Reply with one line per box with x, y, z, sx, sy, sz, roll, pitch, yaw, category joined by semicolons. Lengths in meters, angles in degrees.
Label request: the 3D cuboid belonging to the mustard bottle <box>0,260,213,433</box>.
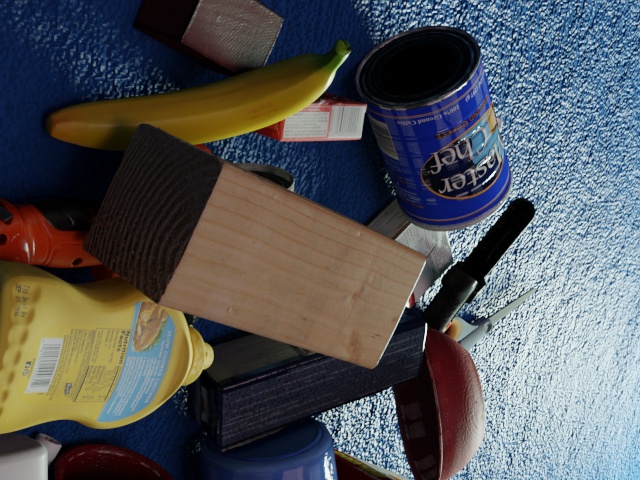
-0.136;0.068;0.655;0.191;0.058;0.096;11;99;-52;mustard bottle

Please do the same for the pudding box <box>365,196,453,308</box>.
0.068;0.017;0.963;0.113;0.039;0.090;-45;137;-26;pudding box

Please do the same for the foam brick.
-0.073;-0.145;0.710;0.078;0.053;0.051;23;91;-51;foam brick

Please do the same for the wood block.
-0.036;0.008;0.696;0.205;0.091;0.090;23;94;-47;wood block

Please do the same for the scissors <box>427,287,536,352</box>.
0.163;0.081;1.117;0.201;0.016;0.096;-42;135;-26;scissors

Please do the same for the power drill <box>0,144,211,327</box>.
-0.153;0.028;0.709;0.187;0.057;0.184;-13;118;-47;power drill

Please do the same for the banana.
-0.075;-0.090;0.691;0.198;0.037;0.069;-16;154;3;banana

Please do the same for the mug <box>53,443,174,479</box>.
-0.155;0.202;0.774;0.117;0.093;0.081;-73;-174;-72;mug

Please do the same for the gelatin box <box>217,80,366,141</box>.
-0.023;-0.095;0.776;0.089;0.073;0.030;-7;113;-46;gelatin box

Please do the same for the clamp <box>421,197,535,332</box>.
0.140;0.030;0.990;0.120;0.039;0.172;-39;169;-23;clamp

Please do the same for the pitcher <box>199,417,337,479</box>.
-0.026;0.271;0.883;0.149;0.145;0.243;-10;106;-23;pitcher

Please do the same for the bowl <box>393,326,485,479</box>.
0.110;0.147;0.976;0.055;0.162;0.162;-6;118;-10;bowl

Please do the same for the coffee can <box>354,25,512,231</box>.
0.097;-0.092;0.888;0.102;0.103;0.140;-46;137;-22;coffee can
